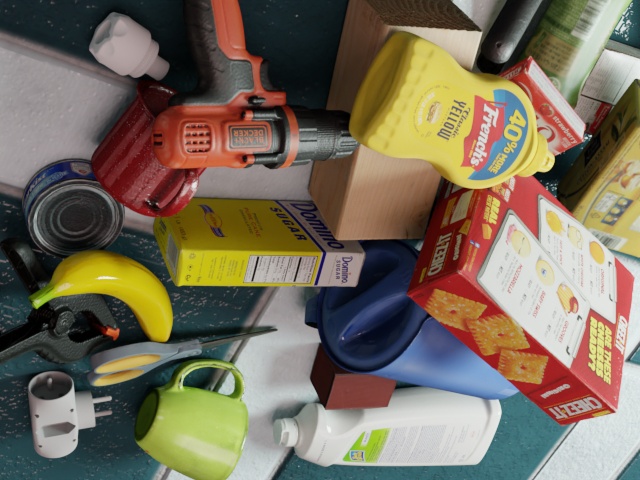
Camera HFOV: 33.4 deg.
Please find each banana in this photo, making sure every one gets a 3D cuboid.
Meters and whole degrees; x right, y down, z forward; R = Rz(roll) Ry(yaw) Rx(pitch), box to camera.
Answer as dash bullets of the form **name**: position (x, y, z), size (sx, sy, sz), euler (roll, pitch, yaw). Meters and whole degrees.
- **banana**: position (-0.183, 0.048, 0.972), size (0.070, 0.037, 0.197), euler (-44, 149, 9)

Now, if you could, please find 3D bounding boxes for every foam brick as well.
- **foam brick**: position (0.036, 0.145, 1.145), size (0.078, 0.053, 0.051), euler (1, 123, -23)

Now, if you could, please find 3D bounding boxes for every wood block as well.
- **wood block**: position (0.061, -0.111, 0.949), size (0.090, 0.090, 0.206), euler (-2, 125, -21)

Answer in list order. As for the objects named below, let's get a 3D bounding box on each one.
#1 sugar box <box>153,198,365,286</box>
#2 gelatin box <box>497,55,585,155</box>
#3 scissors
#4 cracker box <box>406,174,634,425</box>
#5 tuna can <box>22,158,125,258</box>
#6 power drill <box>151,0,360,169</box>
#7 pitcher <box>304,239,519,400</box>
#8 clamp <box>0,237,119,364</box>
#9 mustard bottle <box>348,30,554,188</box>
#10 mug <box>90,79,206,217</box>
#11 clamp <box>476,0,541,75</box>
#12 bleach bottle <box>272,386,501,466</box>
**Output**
- **sugar box**: position (-0.056, 0.001, 0.979), size (0.176, 0.093, 0.048), euler (-2, 124, -22)
- **gelatin box**: position (0.182, -0.111, 0.960), size (0.073, 0.030, 0.089), euler (-28, 115, 38)
- **scissors**: position (-0.146, 0.116, 1.068), size (0.201, 0.016, 0.096), euler (-3, 156, -42)
- **cracker box**: position (0.188, 0.041, 0.969), size (0.213, 0.164, 0.072), euler (40, 138, -22)
- **tuna can**: position (-0.215, -0.026, 0.932), size (0.086, 0.034, 0.086), euler (-11, 127, -15)
- **power drill**: position (-0.048, -0.150, 0.842), size (0.184, 0.057, 0.188), euler (-6, 95, -33)
- **pitcher**: position (0.111, 0.089, 1.083), size (0.242, 0.149, 0.145), euler (23, 110, -46)
- **clamp**: position (-0.241, 0.059, 0.950), size (0.171, 0.039, 0.120), euler (6, 107, -61)
- **mustard bottle**: position (0.122, -0.095, 0.886), size (0.191, 0.058, 0.096), euler (19, 101, -31)
- **mug**: position (-0.133, -0.066, 0.888), size (0.093, 0.117, 0.082), euler (21, 119, -45)
- **clamp**: position (0.191, -0.233, 0.918), size (0.036, 0.164, 0.210), euler (30, 91, 3)
- **bleach bottle**: position (0.071, 0.207, 1.199), size (0.250, 0.068, 0.103), euler (3, 122, -21)
